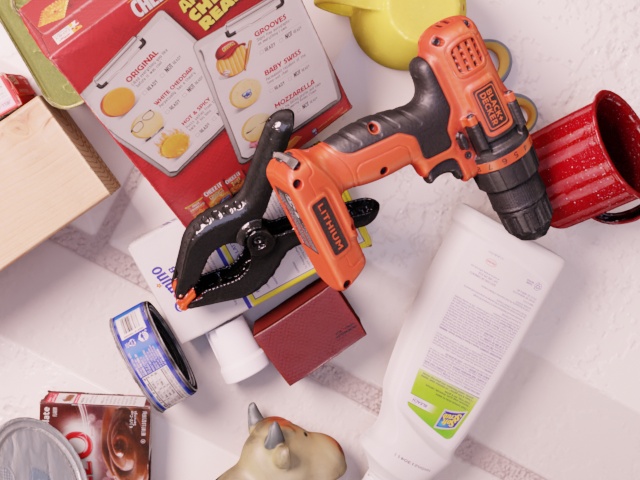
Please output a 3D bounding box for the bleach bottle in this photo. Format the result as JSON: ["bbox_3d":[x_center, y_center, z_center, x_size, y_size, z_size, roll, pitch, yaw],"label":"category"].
[{"bbox_3d":[0.097,0.101,0.878,0.102,0.068,0.251,28,97,-7],"label":"bleach bottle"}]

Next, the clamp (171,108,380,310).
[{"bbox_3d":[-0.051,-0.017,0.803,0.171,0.039,0.120,-35,116,1],"label":"clamp"}]

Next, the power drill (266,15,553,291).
[{"bbox_3d":[0.069,-0.043,0.776,0.187,0.057,0.184,-33,110,-12],"label":"power drill"}]

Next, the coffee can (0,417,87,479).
[{"bbox_3d":[-0.263,0.209,0.819,0.140,0.102,0.103,-29,100,24],"label":"coffee can"}]

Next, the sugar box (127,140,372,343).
[{"bbox_3d":[-0.056,0.001,0.861,0.176,0.048,0.093,-27,99,3],"label":"sugar box"}]

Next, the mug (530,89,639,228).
[{"bbox_3d":[0.216,-0.053,0.846,0.082,0.093,0.117,-27,127,39],"label":"mug"}]

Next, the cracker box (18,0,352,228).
[{"bbox_3d":[-0.086,-0.127,0.761,0.164,0.213,0.072,-37,54,-4],"label":"cracker box"}]

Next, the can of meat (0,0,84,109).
[{"bbox_3d":[-0.195,-0.152,0.809,0.057,0.084,0.102,-29,99,0],"label":"can of meat"}]

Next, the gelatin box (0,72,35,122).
[{"bbox_3d":[-0.266,-0.096,0.817,0.089,0.073,0.030,-31,99,0],"label":"gelatin box"}]

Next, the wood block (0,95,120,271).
[{"bbox_3d":[-0.267,-0.016,0.819,0.206,0.090,0.091,-35,99,0],"label":"wood block"}]

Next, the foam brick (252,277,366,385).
[{"bbox_3d":[-0.009,0.072,0.870,0.078,0.051,0.053,-33,100,1],"label":"foam brick"}]

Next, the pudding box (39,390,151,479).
[{"bbox_3d":[-0.185,0.182,0.877,0.090,0.039,0.113,3,97,-5],"label":"pudding box"}]

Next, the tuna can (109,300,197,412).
[{"bbox_3d":[-0.132,0.091,0.846,0.033,0.086,0.086,-29,99,-2],"label":"tuna can"}]
